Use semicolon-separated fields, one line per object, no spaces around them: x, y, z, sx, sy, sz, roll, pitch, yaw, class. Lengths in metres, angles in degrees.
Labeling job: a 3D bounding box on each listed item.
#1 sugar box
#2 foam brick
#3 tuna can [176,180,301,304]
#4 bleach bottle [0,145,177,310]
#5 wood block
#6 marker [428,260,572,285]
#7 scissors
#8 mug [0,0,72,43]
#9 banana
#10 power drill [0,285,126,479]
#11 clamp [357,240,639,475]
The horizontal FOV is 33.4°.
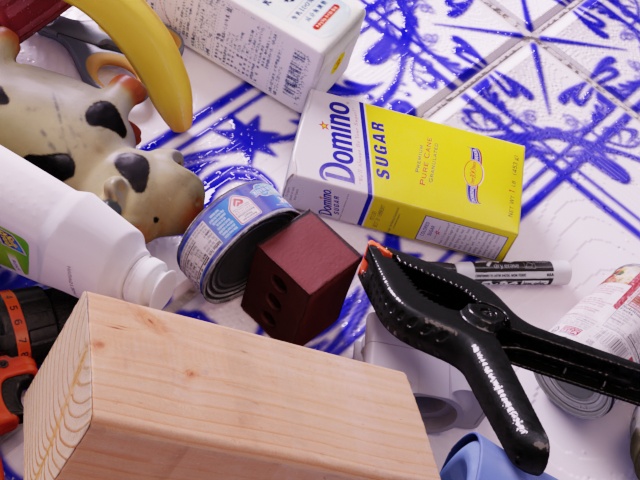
0.064;-0.051;0.815;0.176;0.048;0.093;16;53;-5;sugar box
-0.014;0.028;0.717;0.053;0.078;0.051;42;56;18;foam brick
-0.055;0.001;0.720;0.086;0.086;0.034;-31;66;-31;tuna can
-0.200;-0.019;0.662;0.251;0.102;0.068;26;65;15;bleach bottle
-0.048;0.112;0.590;0.205;0.091;0.090;17;35;-28;wood block
0.129;0.024;0.795;0.121;0.020;0.020;0;55;-15;marker
-0.209;-0.153;0.833;0.201;0.016;0.096;7;56;-7;scissors
-0.226;-0.205;0.786;0.081;0.117;0.093;-42;64;-17;mug
-0.157;-0.157;0.772;0.197;0.070;0.037;35;13;-27;banana
-0.176;0.113;0.627;0.184;0.057;0.188;-14;58;-25;power drill
0.097;0.064;0.659;0.210;0.036;0.164;32;26;27;clamp
